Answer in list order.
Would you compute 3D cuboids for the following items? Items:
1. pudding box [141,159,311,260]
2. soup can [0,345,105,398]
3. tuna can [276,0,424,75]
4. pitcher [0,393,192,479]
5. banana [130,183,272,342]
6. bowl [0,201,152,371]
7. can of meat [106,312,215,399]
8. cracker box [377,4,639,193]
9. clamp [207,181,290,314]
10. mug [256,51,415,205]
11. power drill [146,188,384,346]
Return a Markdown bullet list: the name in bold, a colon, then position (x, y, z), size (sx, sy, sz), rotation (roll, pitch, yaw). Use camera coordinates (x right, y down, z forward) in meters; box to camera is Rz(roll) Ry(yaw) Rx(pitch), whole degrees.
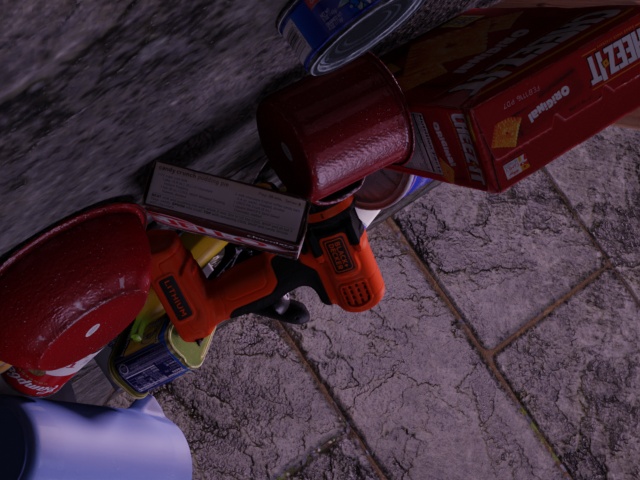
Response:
- **pudding box**: position (-0.065, -0.020, 0.755), size (0.090, 0.113, 0.039), rotation (107, -5, -84)
- **soup can**: position (-0.231, 0.087, 0.928), size (0.068, 0.068, 0.102), rotation (-30, 174, -46)
- **tuna can**: position (0.019, -0.131, 0.606), size (0.086, 0.034, 0.086), rotation (-34, 176, -3)
- **pitcher**: position (-0.242, 0.228, 1.030), size (0.145, 0.149, 0.242), rotation (-37, 152, 12)
- **banana**: position (-0.116, 0.013, 1.026), size (0.198, 0.037, 0.070), rotation (-49, -146, 9)
- **bowl**: position (-0.177, 0.044, 0.766), size (0.162, 0.055, 0.162), rotation (-37, 166, -11)
- **can of meat**: position (-0.155, 0.098, 1.070), size (0.084, 0.057, 0.102), rotation (-27, -151, 30)
- **cracker box**: position (0.123, -0.114, 0.795), size (0.164, 0.072, 0.214), rotation (-31, -158, -18)
- **clamp**: position (-0.059, 0.013, 1.037), size (0.120, 0.039, 0.171), rotation (1, -126, 33)
- **mug**: position (0.008, -0.071, 0.767), size (0.081, 0.093, 0.117), rotation (-28, 145, -19)
- **power drill**: position (-0.056, 0.001, 0.907), size (0.188, 0.184, 0.057), rotation (-18, -155, 12)
